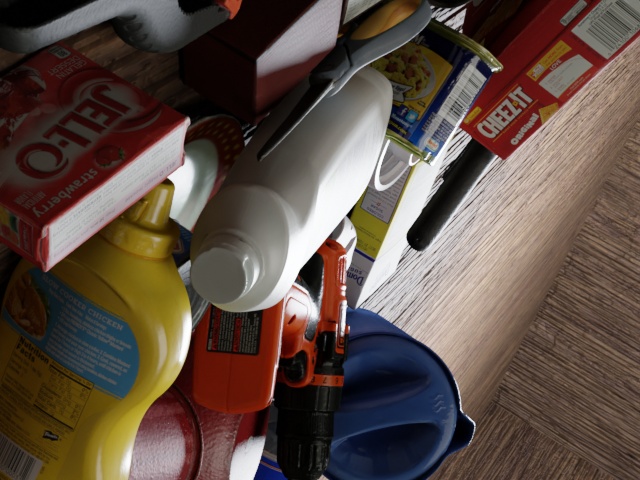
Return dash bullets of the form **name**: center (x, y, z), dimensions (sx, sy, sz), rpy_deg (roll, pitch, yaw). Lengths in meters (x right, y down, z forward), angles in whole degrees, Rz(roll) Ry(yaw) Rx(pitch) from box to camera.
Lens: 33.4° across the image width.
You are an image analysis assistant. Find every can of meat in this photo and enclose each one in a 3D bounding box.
- **can of meat**: center (0.061, -0.112, 0.743), dimensions (0.084, 0.102, 0.057), rpy_deg (-57, 148, 5)

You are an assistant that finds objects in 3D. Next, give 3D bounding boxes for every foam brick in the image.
- **foam brick**: center (-0.031, -0.112, 0.565), dimensions (0.078, 0.053, 0.051), rpy_deg (-48, 160, -28)

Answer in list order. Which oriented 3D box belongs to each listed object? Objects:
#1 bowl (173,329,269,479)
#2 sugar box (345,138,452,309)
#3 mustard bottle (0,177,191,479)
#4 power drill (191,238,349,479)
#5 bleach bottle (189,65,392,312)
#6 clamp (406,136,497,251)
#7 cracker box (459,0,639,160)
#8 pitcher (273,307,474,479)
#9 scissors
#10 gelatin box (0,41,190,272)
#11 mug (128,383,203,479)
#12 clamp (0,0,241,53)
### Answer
- **bowl**: center (-0.077, 0.142, 0.788), dimensions (0.162, 0.055, 0.162), rpy_deg (11, 90, -78)
- **sugar box**: center (0.063, -0.028, 1.000), dimensions (0.093, 0.048, 0.176), rpy_deg (-39, 158, -51)
- **mustard bottle**: center (-0.117, 0.052, 0.532), dimensions (0.192, 0.096, 0.058), rpy_deg (-64, 162, 17)
- **power drill**: center (-0.028, 0.080, 0.735), dimensions (0.187, 0.057, 0.184), rpy_deg (27, 64, -73)
- **bleach bottle**: center (-0.018, -0.032, 0.606), dimensions (0.250, 0.068, 0.103), rpy_deg (-56, 162, -66)
- **clamp**: center (0.155, -0.095, 0.962), dimensions (0.210, 0.036, 0.164), rpy_deg (-55, 179, 24)
- **cracker box**: center (0.177, -0.184, 0.819), dimensions (0.164, 0.072, 0.213), rpy_deg (-46, -164, 36)
- **pitcher**: center (0.028, 0.125, 0.959), dimensions (0.145, 0.149, 0.243), rpy_deg (-31, -174, -1)
- **scissors**: center (-0.006, -0.094, 0.617), dimensions (0.201, 0.096, 0.016), rpy_deg (-44, 120, -38)
- **gelatin box**: center (-0.109, -0.038, 0.436), dimensions (0.089, 0.073, 0.030), rpy_deg (-44, 159, -39)
- **mug**: center (-0.140, 0.132, 0.646), dimensions (0.117, 0.093, 0.081), rpy_deg (-25, 167, 19)
- **clamp**: center (-0.069, -0.131, 0.448), dimensions (0.120, 0.039, 0.171), rpy_deg (-58, 170, 15)
